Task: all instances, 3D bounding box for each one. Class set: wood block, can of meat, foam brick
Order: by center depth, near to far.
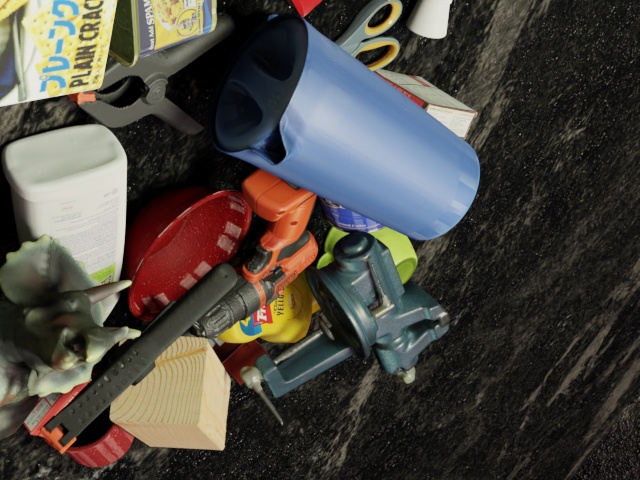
[{"bbox_3d":[-0.130,-0.199,0.838,0.083,0.057,0.102,-28,140,-32],"label":"can of meat"},{"bbox_3d":[-0.155,0.166,1.143,0.206,0.091,0.090,83,11,-72],"label":"wood block"},{"bbox_3d":[-0.105,0.128,1.281,0.053,0.051,0.078,-43,151,-8],"label":"foam brick"}]

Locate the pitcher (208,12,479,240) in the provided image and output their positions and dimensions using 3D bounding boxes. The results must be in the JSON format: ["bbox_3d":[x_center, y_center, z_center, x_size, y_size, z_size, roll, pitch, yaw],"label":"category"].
[{"bbox_3d":[0.029,-0.100,0.978,0.242,0.145,0.149,27,83,-34],"label":"pitcher"}]

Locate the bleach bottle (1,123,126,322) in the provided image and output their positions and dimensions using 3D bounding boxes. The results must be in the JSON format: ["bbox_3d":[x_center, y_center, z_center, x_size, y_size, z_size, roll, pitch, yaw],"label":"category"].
[{"bbox_3d":[-0.229,0.012,0.969,0.102,0.068,0.251,-19,145,-27],"label":"bleach bottle"}]

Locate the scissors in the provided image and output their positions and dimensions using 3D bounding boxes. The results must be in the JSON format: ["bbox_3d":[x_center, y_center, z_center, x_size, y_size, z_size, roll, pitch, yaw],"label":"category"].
[{"bbox_3d":[0.015,-0.201,1.070,0.201,0.016,0.096,-12,135,-45],"label":"scissors"}]

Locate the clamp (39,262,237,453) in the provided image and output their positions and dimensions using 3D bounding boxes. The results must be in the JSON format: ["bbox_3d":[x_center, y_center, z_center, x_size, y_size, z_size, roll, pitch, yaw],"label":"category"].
[{"bbox_3d":[-0.170,0.108,0.970,0.209,0.036,0.165,-45,-176,-22],"label":"clamp"}]

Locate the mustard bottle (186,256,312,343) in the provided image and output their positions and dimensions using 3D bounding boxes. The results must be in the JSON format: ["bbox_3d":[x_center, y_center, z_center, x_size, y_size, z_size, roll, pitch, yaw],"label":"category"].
[{"bbox_3d":[-0.085,0.067,1.201,0.191,0.058,0.096,7,82,-54],"label":"mustard bottle"}]

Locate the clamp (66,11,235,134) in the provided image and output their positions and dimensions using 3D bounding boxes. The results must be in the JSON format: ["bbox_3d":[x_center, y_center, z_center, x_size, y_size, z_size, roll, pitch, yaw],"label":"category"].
[{"bbox_3d":[-0.149,-0.130,0.922,0.171,0.039,0.120,-22,136,-39],"label":"clamp"}]

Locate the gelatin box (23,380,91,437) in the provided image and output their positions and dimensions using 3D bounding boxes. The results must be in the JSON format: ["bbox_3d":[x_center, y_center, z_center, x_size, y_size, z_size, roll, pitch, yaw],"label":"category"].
[{"bbox_3d":[-0.271,0.135,1.036,0.073,0.089,0.030,-50,150,5],"label":"gelatin box"}]

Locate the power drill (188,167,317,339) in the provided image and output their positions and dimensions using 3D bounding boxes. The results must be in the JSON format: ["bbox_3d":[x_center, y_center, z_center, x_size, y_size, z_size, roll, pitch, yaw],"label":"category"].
[{"bbox_3d":[-0.057,0.001,1.076,0.184,0.057,0.188,-41,162,-39],"label":"power drill"}]

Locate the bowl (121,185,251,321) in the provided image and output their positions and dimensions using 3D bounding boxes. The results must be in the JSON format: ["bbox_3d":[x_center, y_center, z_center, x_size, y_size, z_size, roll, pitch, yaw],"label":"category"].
[{"bbox_3d":[-0.144,0.001,1.058,0.162,0.055,0.162,-41,157,-22],"label":"bowl"}]

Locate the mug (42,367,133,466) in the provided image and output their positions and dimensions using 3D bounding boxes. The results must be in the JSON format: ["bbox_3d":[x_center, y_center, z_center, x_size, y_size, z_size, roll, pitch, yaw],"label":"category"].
[{"bbox_3d":[-0.240,0.184,1.145,0.117,0.093,0.081,-56,159,-21],"label":"mug"}]

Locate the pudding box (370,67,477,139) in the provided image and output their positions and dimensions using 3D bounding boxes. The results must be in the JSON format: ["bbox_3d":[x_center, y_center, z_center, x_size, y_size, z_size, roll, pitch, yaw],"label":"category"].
[{"bbox_3d":[0.107,-0.150,1.174,0.113,0.090,0.039,-3,125,-53],"label":"pudding box"}]
